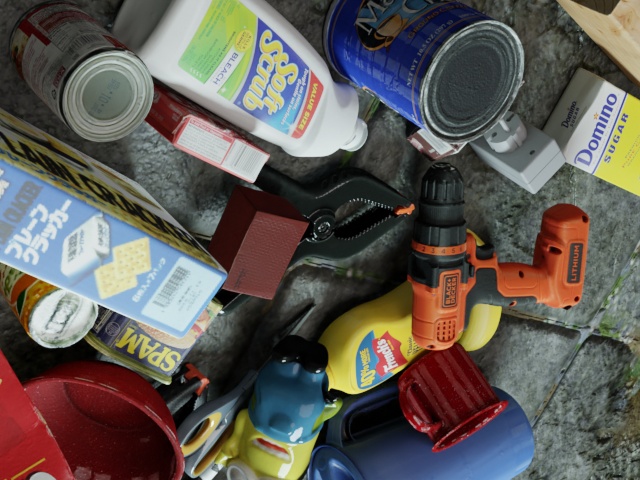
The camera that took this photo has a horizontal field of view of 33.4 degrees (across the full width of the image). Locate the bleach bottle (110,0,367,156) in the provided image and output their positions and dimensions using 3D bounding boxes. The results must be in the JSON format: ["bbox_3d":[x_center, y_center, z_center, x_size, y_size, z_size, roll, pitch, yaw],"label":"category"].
[{"bbox_3d":[-0.043,-0.136,0.849,0.250,0.068,0.102,25,99,-46],"label":"bleach bottle"}]

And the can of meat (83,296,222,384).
[{"bbox_3d":[-0.144,0.063,0.909,0.084,0.058,0.102,-53,135,1],"label":"can of meat"}]

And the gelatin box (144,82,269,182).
[{"bbox_3d":[-0.093,-0.086,0.835,0.089,0.073,0.030,25,101,-43],"label":"gelatin box"}]

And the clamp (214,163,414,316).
[{"bbox_3d":[-0.010,-0.027,0.962,0.209,0.036,0.164,-17,128,-23],"label":"clamp"}]

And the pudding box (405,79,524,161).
[{"bbox_3d":[0.127,-0.117,0.958,0.039,0.113,0.090,44,87,-5],"label":"pudding box"}]

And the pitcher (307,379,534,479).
[{"bbox_3d":[0.114,0.237,1.176,0.242,0.145,0.149,-18,144,-31],"label":"pitcher"}]

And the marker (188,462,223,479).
[{"bbox_3d":[-0.097,0.212,1.068,0.121,0.020,0.020,-49,135,1],"label":"marker"}]

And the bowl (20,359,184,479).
[{"bbox_3d":[-0.186,0.152,0.904,0.162,0.055,0.162,7,131,8],"label":"bowl"}]

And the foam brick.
[{"bbox_3d":[-0.056,0.001,0.896,0.052,0.051,0.078,15,112,-33],"label":"foam brick"}]

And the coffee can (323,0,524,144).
[{"bbox_3d":[0.081,-0.153,0.872,0.102,0.140,0.103,-19,128,-26],"label":"coffee can"}]

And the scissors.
[{"bbox_3d":[-0.076,0.136,1.007,0.202,0.016,0.096,-57,155,1],"label":"scissors"}]

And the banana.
[{"bbox_3d":[0.162,0.053,1.142,0.069,0.037,0.198,-26,131,-22],"label":"banana"}]

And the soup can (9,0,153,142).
[{"bbox_3d":[-0.166,-0.118,0.739,0.068,0.102,0.068,-19,128,-26],"label":"soup can"}]

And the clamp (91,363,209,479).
[{"bbox_3d":[-0.155,0.197,1.003,0.171,0.039,0.120,-50,150,-2],"label":"clamp"}]

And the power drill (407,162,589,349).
[{"bbox_3d":[0.173,0.008,1.049,0.187,0.057,0.184,-6,110,-24],"label":"power drill"}]

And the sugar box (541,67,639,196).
[{"bbox_3d":[0.315,-0.111,1.141,0.175,0.048,0.093,15,109,-43],"label":"sugar box"}]

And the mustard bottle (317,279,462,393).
[{"bbox_3d":[0.056,0.103,1.081,0.191,0.058,0.096,-25,135,-21],"label":"mustard bottle"}]

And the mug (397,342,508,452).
[{"bbox_3d":[0.125,0.162,1.099,0.117,0.081,0.093,-13,151,-43],"label":"mug"}]
